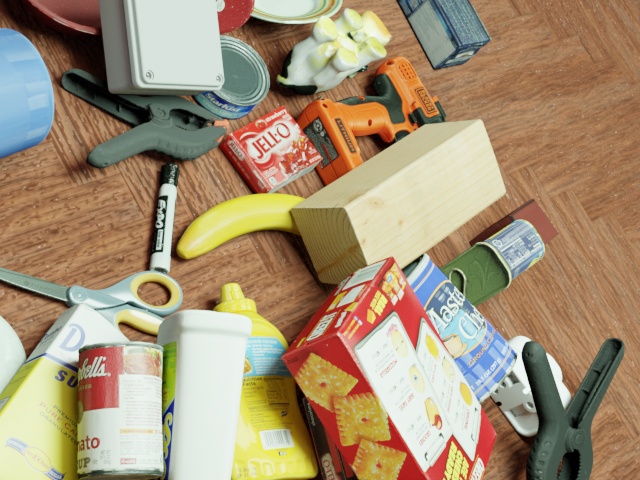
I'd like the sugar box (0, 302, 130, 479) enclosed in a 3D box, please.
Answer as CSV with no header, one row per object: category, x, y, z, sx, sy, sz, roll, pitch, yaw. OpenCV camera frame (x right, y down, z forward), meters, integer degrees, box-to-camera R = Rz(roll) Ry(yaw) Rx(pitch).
sugar box,-0.214,0.144,0.870,0.093,0.048,0.176,45,51,-19

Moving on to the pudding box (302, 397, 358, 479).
pudding box,0.035,0.187,1.001,0.113,0.039,0.090,15,55,-55

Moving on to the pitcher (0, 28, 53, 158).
pitcher,-0.338,-0.095,0.869,0.242,0.145,0.149,-24,101,-43

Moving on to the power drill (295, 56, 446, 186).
power drill,0.074,-0.110,1.208,0.187,0.057,0.184,-22,79,-42

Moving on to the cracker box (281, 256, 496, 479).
cracker box,0.068,0.145,0.972,0.213,0.072,0.164,59,29,-11

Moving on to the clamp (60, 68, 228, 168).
clamp,-0.167,-0.107,1.044,0.171,0.039,0.120,8,52,-28

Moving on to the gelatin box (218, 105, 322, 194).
gelatin box,-0.051,-0.094,1.127,0.089,0.030,0.073,-33,85,-42

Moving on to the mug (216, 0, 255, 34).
mug,-0.124,-0.271,1.133,0.117,0.093,0.081,-15,49,5

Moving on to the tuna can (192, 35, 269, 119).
tuna can,-0.099,-0.173,1.136,0.086,0.034,0.086,16,57,-27

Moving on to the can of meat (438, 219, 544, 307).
can of meat,0.188,0.027,1.178,0.083,0.102,0.057,-29,83,-43

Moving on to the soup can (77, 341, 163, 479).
soup can,-0.158,0.136,0.845,0.068,0.069,0.102,7,71,-31

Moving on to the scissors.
scissors,-0.205,0.040,0.960,0.201,0.016,0.096,33,50,-15

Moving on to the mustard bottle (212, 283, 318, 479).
mustard bottle,-0.065,0.130,0.976,0.096,0.058,0.191,2,64,-36

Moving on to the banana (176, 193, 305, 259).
banana,-0.058,-0.015,1.075,0.197,0.037,0.069,1,63,-34

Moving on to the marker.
marker,-0.150,-0.024,1.030,0.020,0.020,0.121,18,57,-26

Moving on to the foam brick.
foam brick,0.223,-0.003,1.233,0.052,0.078,0.051,-32,86,-39

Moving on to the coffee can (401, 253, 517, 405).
coffee can,0.116,0.098,1.088,0.140,0.103,0.102,47,49,-4

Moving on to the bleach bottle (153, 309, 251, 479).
bleach bottle,-0.104,0.189,0.871,0.068,0.103,0.251,8,74,-21

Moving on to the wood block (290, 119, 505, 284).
wood block,0.085,-0.041,1.105,0.205,0.091,0.090,-34,112,-32

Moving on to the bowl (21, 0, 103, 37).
bowl,-0.247,-0.261,1.070,0.161,0.055,0.162,16,57,-27

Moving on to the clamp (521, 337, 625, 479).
clamp,0.246,0.196,1.100,0.164,0.036,0.210,12,89,-42
